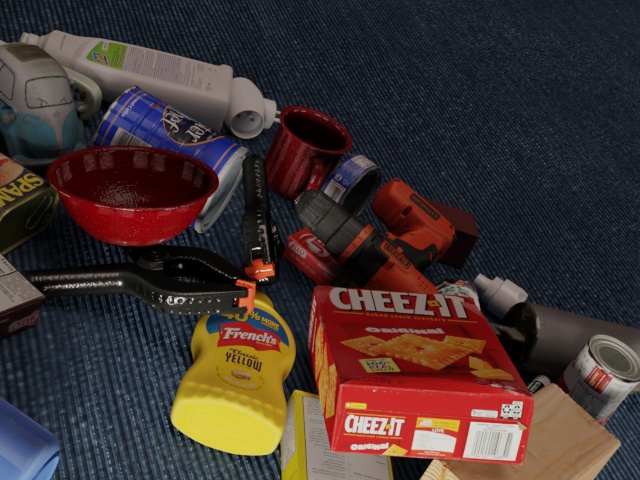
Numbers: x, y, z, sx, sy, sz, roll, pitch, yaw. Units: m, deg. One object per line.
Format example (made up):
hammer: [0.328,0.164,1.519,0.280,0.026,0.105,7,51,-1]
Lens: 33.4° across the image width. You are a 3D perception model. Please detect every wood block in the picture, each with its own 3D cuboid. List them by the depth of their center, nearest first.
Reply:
wood block: [0.172,0.217,0.962,0.090,0.091,0.205,43,36,24]

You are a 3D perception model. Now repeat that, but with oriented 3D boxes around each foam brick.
foam brick: [0.144,-0.010,1.294,0.078,0.053,0.051,18,34,-16]

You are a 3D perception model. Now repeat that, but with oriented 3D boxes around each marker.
marker: [0.211,0.173,1.118,0.020,0.020,0.120,38,34,16]

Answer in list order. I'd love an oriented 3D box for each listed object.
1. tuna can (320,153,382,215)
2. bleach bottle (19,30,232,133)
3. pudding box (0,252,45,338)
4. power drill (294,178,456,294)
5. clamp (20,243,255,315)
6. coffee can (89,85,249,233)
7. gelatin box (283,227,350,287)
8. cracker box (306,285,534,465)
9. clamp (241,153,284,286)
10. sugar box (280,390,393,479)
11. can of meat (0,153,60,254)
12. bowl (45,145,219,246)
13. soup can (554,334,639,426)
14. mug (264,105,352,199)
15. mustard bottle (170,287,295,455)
tuna can: [0.034,-0.059,1.252,0.034,0.086,0.085,38,34,18]
bleach bottle: [-0.234,-0.201,1.280,0.250,0.068,0.102,16,34,-13]
pudding box: [-0.305,0.048,0.903,0.090,0.039,0.113,40,33,19]
power drill: [0.068,-0.007,1.172,0.184,0.057,0.187,44,29,1]
clamp: [-0.157,0.023,1.003,0.210,0.036,0.164,10,30,9]
coffee can: [-0.161,-0.086,1.133,0.140,0.103,0.102,30,33,4]
gelatin box: [0.011,0.013,1.185,0.073,0.030,0.089,40,34,18]
cracker box: [0.080,0.112,0.949,0.164,0.072,0.214,5,19,-8]
clamp: [-0.057,0.001,1.079,0.039,0.120,0.171,-14,34,9]
sugar box: [0.015,0.212,0.900,0.093,0.048,0.176,17,37,-15]
can of meat: [-0.309,-0.038,1.003,0.084,0.057,0.102,30,32,10]
bowl: [-0.178,-0.038,1.017,0.162,0.055,0.162,5,24,-3]
soup can: [0.283,0.157,1.116,0.068,0.102,0.068,19,34,-13]
mug: [-0.018,-0.094,1.266,0.093,0.082,0.117,12,36,-23]
mustard bottle: [-0.072,0.106,0.972,0.096,0.058,0.191,17,33,-6]
